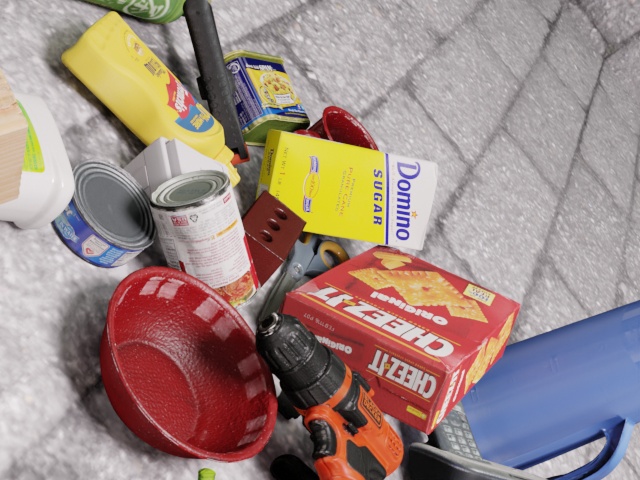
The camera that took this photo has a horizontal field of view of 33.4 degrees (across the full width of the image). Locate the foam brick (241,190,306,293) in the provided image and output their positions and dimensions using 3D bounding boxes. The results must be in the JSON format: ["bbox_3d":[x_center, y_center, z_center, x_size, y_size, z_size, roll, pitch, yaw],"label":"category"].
[{"bbox_3d":[-0.056,0.001,0.974,0.053,0.051,0.078,39,32,-7],"label":"foam brick"}]

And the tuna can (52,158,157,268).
[{"bbox_3d":[-0.173,-0.021,0.852,0.086,0.034,0.086,36,33,-29],"label":"tuna can"}]

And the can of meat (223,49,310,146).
[{"bbox_3d":[-0.064,-0.148,1.130,0.101,0.058,0.084,-4,63,-57],"label":"can of meat"}]

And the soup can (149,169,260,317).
[{"bbox_3d":[-0.093,0.002,0.866,0.068,0.069,0.102,-66,146,-58],"label":"soup can"}]

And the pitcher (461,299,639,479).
[{"bbox_3d":[0.262,0.156,1.086,0.149,0.243,0.144,60,30,-5],"label":"pitcher"}]

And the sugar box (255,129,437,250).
[{"bbox_3d":[0.027,-0.049,1.058,0.176,0.093,0.048,9,6,-21],"label":"sugar box"}]

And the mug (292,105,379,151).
[{"bbox_3d":[-0.001,-0.085,1.127,0.117,0.082,0.093,16,46,-49],"label":"mug"}]

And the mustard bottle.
[{"bbox_3d":[-0.145,-0.118,0.974,0.191,0.058,0.096,46,19,-14],"label":"mustard bottle"}]

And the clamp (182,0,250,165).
[{"bbox_3d":[-0.104,-0.161,1.051,0.120,0.039,0.171,-90,170,-70],"label":"clamp"}]

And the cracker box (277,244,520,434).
[{"bbox_3d":[0.075,0.080,0.993,0.164,0.072,0.213,24,21,20],"label":"cracker box"}]

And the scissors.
[{"bbox_3d":[-0.011,0.038,1.045,0.096,0.016,0.201,38,32,-21],"label":"scissors"}]

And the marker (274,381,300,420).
[{"bbox_3d":[-0.060,0.109,0.893,0.121,0.020,0.020,44,30,-17],"label":"marker"}]

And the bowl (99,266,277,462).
[{"bbox_3d":[-0.108,0.101,0.793,0.162,0.055,0.162,36,33,-29],"label":"bowl"}]

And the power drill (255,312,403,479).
[{"bbox_3d":[0.002,0.166,0.788,0.184,0.057,0.187,51,30,-31],"label":"power drill"}]
